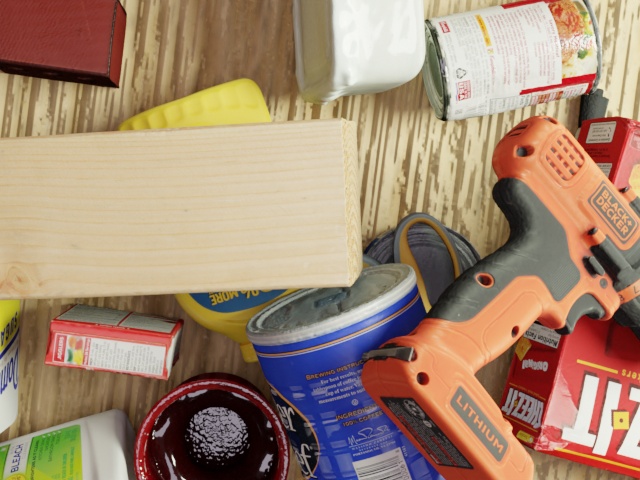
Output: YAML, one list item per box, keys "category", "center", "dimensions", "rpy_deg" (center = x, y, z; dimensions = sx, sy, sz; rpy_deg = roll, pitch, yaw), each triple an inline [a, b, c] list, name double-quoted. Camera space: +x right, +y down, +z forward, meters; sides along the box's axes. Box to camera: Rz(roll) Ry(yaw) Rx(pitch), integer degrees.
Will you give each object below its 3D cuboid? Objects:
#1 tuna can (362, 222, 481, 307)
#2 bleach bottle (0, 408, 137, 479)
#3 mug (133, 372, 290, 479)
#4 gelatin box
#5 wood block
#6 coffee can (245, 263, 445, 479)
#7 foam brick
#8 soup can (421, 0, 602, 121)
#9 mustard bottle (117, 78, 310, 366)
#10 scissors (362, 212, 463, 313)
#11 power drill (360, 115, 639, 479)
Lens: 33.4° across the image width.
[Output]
- category: "tuna can"
  center: [0.065, 0.031, 0.702]
  dimensions: [0.086, 0.034, 0.086]
  rpy_deg: [0, 91, -3]
- category: "bleach bottle"
  center: [-0.233, 0.181, 0.656]
  dimensions: [0.251, 0.102, 0.068]
  rpy_deg: [-16, 122, -2]
- category: "mug"
  center: [-0.071, 0.139, 0.672]
  dimensions: [0.093, 0.081, 0.117]
  rpy_deg: [21, 90, -4]
- category: "gelatin box"
  center: [-0.126, 0.063, 0.664]
  dimensions: [0.073, 0.089, 0.030]
  rpy_deg: [8, 92, -3]
- category: "wood block"
  center: [-0.083, -0.018, 0.608]
  dimensions: [0.206, 0.090, 0.091]
  rpy_deg: [-3, 95, 7]
- category: "coffee can"
  center: [0.028, 0.097, 0.621]
  dimensions: [0.103, 0.103, 0.140]
  rpy_deg: [-20, 99, -3]
- category: "foam brick"
  center: [-0.166, -0.130, 0.676]
  dimensions: [0.078, 0.053, 0.051]
  rpy_deg: [7, 91, -3]
- category: "soup can"
  center: [0.120, -0.118, 0.686]
  dimensions: [0.102, 0.068, 0.068]
  rpy_deg: [-11, 92, -2]
- category: "mustard bottle"
  center: [-0.054, 0.001, 0.683]
  dimensions: [0.096, 0.058, 0.191]
  rpy_deg: [-20, 93, -1]
- category: "scissors"
  center: [0.061, 0.084, 0.677]
  dimensions: [0.096, 0.016, 0.202]
  rpy_deg: [-8, 92, -2]
- category: "power drill"
  center: [0.124, 0.052, 0.579]
  dimensions: [0.184, 0.057, 0.187]
  rpy_deg: [47, 65, -10]
